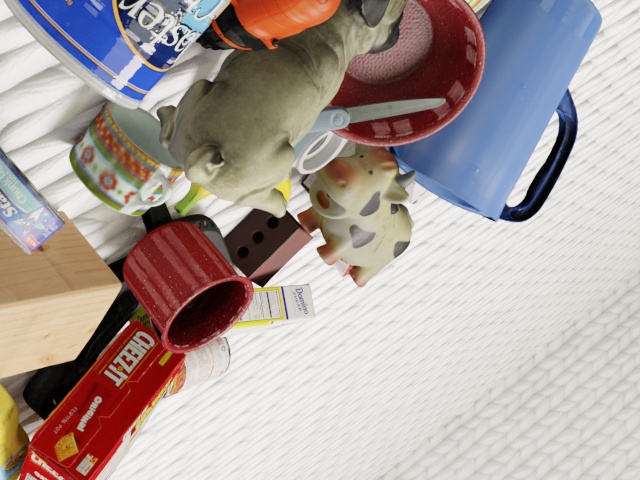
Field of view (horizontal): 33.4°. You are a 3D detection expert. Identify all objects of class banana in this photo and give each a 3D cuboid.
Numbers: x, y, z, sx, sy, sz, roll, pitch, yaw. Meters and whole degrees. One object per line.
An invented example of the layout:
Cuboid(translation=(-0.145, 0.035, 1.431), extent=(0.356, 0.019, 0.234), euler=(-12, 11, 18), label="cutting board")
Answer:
Cuboid(translation=(-0.070, -0.058, 0.991), extent=(0.070, 0.037, 0.197), euler=(-51, 161, 18), label="banana")

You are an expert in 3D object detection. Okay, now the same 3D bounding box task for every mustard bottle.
Cuboid(translation=(-0.326, 0.205, 1.019), extent=(0.096, 0.058, 0.192), euler=(-37, 160, -23), label="mustard bottle")

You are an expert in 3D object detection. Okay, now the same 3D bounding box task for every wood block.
Cuboid(translation=(-0.258, 0.045, 0.771), extent=(0.205, 0.091, 0.090), euler=(-9, 142, -56), label="wood block")

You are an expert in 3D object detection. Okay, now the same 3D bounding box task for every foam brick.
Cuboid(translation=(-0.057, 0.001, 1.115), extent=(0.078, 0.053, 0.051), euler=(-45, 160, 4), label="foam brick")

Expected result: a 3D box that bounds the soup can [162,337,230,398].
Cuboid(translation=(-0.156, 0.132, 1.175), extent=(0.102, 0.068, 0.069), euler=(-15, 146, -53), label="soup can")

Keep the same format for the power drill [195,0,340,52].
Cuboid(translation=(0.001, -0.201, 0.727), extent=(0.187, 0.057, 0.185), euler=(-49, -157, -16), label="power drill")

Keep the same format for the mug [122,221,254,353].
Cuboid(translation=(-0.122, 0.046, 0.936), extent=(0.093, 0.081, 0.117), euler=(-16, 144, -40), label="mug")

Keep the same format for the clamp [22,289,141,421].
Cuboid(translation=(-0.246, 0.118, 1.019), extent=(0.120, 0.039, 0.172), euler=(-12, 142, -55), label="clamp")

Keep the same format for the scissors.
Cuboid(translation=(0.004, -0.088, 0.917), extent=(0.201, 0.016, 0.096), euler=(5, 114, -14), label="scissors")

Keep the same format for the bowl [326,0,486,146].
Cuboid(translation=(0.059, -0.163, 0.924), extent=(0.162, 0.055, 0.162), euler=(-4, 127, -5), label="bowl")

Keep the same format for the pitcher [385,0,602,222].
Cuboid(translation=(0.191, -0.145, 1.100), extent=(0.243, 0.145, 0.149), euler=(-59, 152, 3), label="pitcher")

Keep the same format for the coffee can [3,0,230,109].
Cuboid(translation=(-0.101, -0.162, 0.623), extent=(0.140, 0.103, 0.102), euler=(-46, 160, 9), label="coffee can")

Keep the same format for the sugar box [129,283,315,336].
Cuboid(translation=(-0.100, 0.076, 1.104), extent=(0.175, 0.048, 0.094), euler=(-6, 171, -46), label="sugar box")

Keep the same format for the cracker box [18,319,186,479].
Cuboid(translation=(-0.226, 0.192, 1.055), extent=(0.164, 0.072, 0.214), euler=(-54, 179, -35), label="cracker box")

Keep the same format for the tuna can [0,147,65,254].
Cuboid(translation=(-0.209, -0.033, 0.709), extent=(0.033, 0.086, 0.086), euler=(-41, 160, -9), label="tuna can")

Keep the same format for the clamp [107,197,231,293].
Cuboid(translation=(-0.158, 0.019, 0.984), extent=(0.165, 0.036, 0.209), euler=(-46, 157, 12), label="clamp")
